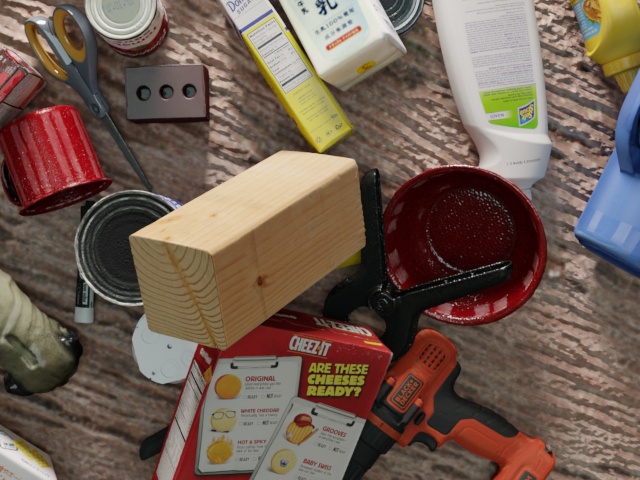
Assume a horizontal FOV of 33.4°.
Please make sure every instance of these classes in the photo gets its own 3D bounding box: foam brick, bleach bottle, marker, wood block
[{"bbox_3d":[-0.148,-0.142,1.039,0.078,0.051,0.053,-3,91,-2],"label":"foam brick"},{"bbox_3d":[0.167,-0.152,1.044,0.102,0.068,0.251,-8,93,-3],"label":"bleach bottle"},{"bbox_3d":[-0.231,0.021,1.056,0.020,0.020,0.121,3,91,-2],"label":"marker"},{"bbox_3d":[-0.056,0.001,0.927,0.090,0.205,0.091,10,119,34],"label":"wood block"}]

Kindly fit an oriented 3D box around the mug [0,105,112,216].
[{"bbox_3d":[-0.266,-0.073,1.027,0.117,0.093,0.081,-24,86,35],"label":"mug"}]

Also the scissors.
[{"bbox_3d":[-0.211,-0.145,1.029,0.202,0.096,0.016,49,49,0],"label":"scissors"}]

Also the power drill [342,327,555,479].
[{"bbox_3d":[0.120,0.207,1.051,0.187,0.057,0.184,37,90,-2],"label":"power drill"}]

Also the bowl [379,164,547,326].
[{"bbox_3d":[0.140,-0.001,1.032,0.162,0.055,0.162,6,110,17],"label":"bowl"}]

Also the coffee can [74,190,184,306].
[{"bbox_3d":[-0.165,0.006,0.997,0.103,0.140,0.103,0,91,-2],"label":"coffee can"}]

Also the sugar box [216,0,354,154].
[{"bbox_3d":[-0.034,-0.165,1.022,0.048,0.093,0.176,-36,91,0],"label":"sugar box"}]

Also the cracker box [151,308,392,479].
[{"bbox_3d":[-0.050,0.170,0.985,0.164,0.072,0.214,14,105,-25],"label":"cracker box"}]

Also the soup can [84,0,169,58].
[{"bbox_3d":[-0.182,-0.214,1.012,0.068,0.102,0.068,0,91,-2],"label":"soup can"}]

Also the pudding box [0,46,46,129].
[{"bbox_3d":[-0.306,-0.133,1.004,0.039,0.113,0.090,43,89,-5],"label":"pudding box"}]

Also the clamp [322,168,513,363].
[{"bbox_3d":[0.057,0.045,1.024,0.164,0.036,0.210,42,112,3],"label":"clamp"}]

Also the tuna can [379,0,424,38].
[{"bbox_3d":[0.060,-0.239,1.053,0.086,0.034,0.086,0,91,-2],"label":"tuna can"}]
